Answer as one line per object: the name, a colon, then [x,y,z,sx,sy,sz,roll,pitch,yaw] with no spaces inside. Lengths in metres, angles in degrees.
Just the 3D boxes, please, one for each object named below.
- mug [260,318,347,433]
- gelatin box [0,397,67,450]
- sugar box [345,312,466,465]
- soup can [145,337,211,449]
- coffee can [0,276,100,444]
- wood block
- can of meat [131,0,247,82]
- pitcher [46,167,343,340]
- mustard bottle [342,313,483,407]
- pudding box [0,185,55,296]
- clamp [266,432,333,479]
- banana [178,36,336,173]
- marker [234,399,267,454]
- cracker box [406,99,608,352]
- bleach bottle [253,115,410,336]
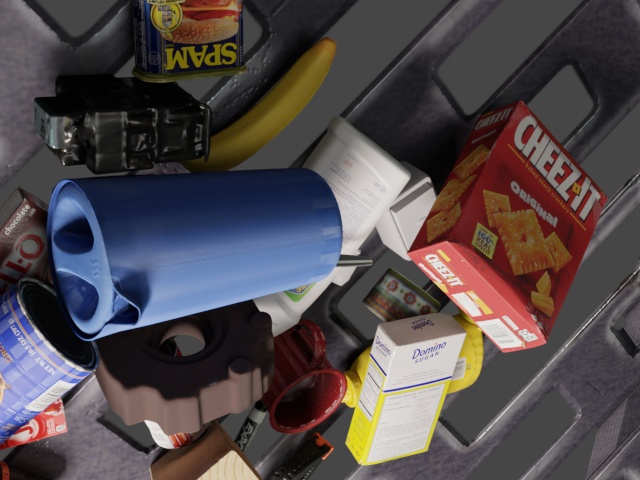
mug: [-0.027,0.134,1.125,0.093,0.082,0.117,-4,130,-35]
gelatin box: [-0.287,0.153,1.027,0.073,0.030,0.089,-12,118,-24]
sugar box: [0.091,0.162,1.164,0.093,0.048,0.176,-7,125,-29]
soup can: [-0.158,0.154,1.081,0.068,0.069,0.102,-32,125,-14]
coffee can: [-0.279,0.114,0.928,0.140,0.103,0.102,-38,127,6]
wood block: [-0.106,0.251,1.062,0.090,0.206,0.090,-38,97,-9]
can of meat: [-0.117,-0.190,0.947,0.101,0.058,0.084,-11,115,-27]
pitcher: [-0.111,-0.006,0.935,0.242,0.145,0.149,-9,82,-33]
mustard bottle: [0.095,0.151,1.234,0.191,0.058,0.096,-15,129,-24]
pudding box: [-0.269,0.020,0.968,0.090,0.039,0.113,36,92,-37]
clamp: [-0.066,0.299,1.189,0.210,0.036,0.164,-48,164,-8]
banana: [-0.059,-0.117,1.016,0.197,0.037,0.069,-39,165,-12]
marker: [-0.082,0.214,1.185,0.020,0.020,0.121,21,101,-36]
cracker box: [0.204,-0.017,1.126,0.164,0.072,0.213,44,57,-20]
bleach bottle: [-0.022,0.002,1.085,0.102,0.068,0.251,38,98,-5]
